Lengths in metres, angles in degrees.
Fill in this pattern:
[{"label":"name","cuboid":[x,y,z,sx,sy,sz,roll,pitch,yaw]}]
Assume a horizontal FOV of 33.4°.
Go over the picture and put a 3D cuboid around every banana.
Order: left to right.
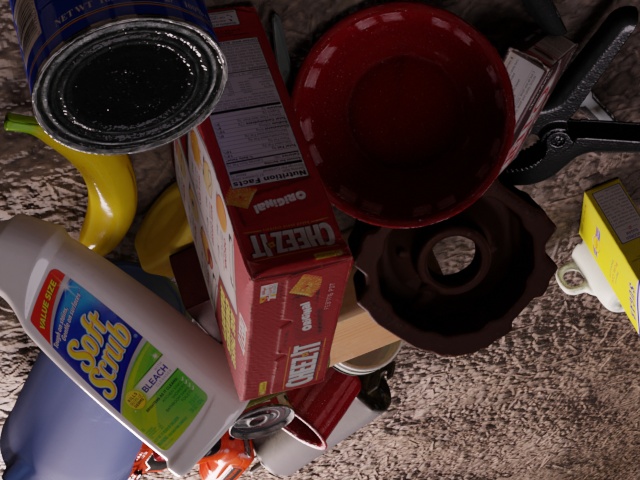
[{"label":"banana","cuboid":[-0.172,-0.043,0.801,0.069,0.037,0.198,-3,148,4]}]

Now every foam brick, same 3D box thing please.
[{"label":"foam brick","cuboid":[-0.078,0.039,0.851,0.053,0.051,0.078,-24,149,4]}]

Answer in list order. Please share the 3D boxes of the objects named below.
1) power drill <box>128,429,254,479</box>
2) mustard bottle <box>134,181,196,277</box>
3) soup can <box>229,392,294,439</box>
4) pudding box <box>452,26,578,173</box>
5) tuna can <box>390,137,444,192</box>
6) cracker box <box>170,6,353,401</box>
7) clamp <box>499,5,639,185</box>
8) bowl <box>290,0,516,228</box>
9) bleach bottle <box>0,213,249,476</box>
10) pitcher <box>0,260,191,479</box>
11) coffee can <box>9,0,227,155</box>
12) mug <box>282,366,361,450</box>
[{"label":"power drill","cuboid":[-0.187,0.268,1.266,0.187,0.057,0.185,3,142,-35]},{"label":"mustard bottle","cuboid":[-0.056,0.001,0.914,0.191,0.058,0.096,13,131,-43]},{"label":"soup can","cuboid":[-0.073,0.141,1.085,0.068,0.102,0.068,-15,149,-9]},{"label":"pudding box","cuboid":[0.149,-0.103,0.827,0.089,0.039,0.114,-41,157,-56]},{"label":"tuna can","cuboid":[0.062,-0.067,0.850,0.086,0.086,0.033,-28,148,12]},{"label":"cracker box","cuboid":[-0.047,-0.025,0.724,0.072,0.214,0.164,-12,149,-14]},{"label":"clamp","cuboid":[0.209,-0.093,0.909,0.210,0.036,0.164,-29,129,28]},{"label":"bowl","cuboid":[0.060,-0.092,0.783,0.162,0.162,0.055,-27,-176,11]},{"label":"bleach bottle","cuboid":[-0.174,0.068,0.818,0.250,0.068,0.103,38,112,-7]},{"label":"pitcher","cuboid":[-0.197,0.126,0.980,0.144,0.149,0.243,13,135,-20]},{"label":"coffee can","cuboid":[-0.118,-0.133,0.582,0.102,0.140,0.103,-15,149,-10]},{"label":"mug","cuboid":[-0.014,0.169,1.170,0.081,0.093,0.117,-52,-167,-22]}]
